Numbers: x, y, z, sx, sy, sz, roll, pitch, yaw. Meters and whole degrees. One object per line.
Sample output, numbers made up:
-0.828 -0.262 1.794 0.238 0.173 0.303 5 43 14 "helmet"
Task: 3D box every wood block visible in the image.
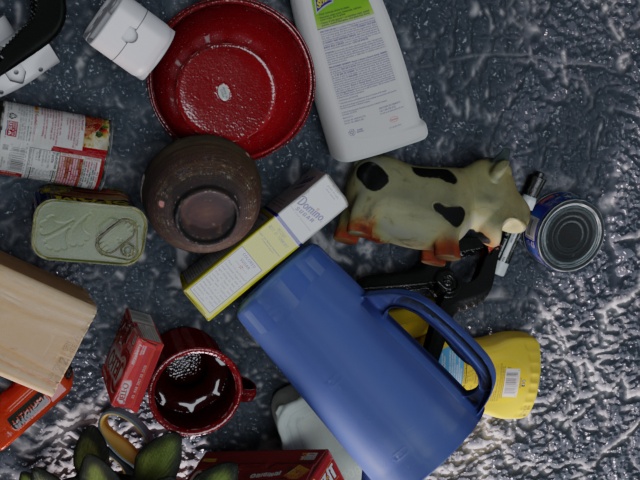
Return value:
-0.311 0.047 0.928 0.205 0.091 0.090 28 89 -21 "wood block"

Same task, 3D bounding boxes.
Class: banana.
0.059 0.080 1.136 0.197 0.037 0.070 6 104 -19 "banana"

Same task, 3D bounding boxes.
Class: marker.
0.216 -0.019 1.166 0.020 0.020 0.121 19 99 -21 "marker"

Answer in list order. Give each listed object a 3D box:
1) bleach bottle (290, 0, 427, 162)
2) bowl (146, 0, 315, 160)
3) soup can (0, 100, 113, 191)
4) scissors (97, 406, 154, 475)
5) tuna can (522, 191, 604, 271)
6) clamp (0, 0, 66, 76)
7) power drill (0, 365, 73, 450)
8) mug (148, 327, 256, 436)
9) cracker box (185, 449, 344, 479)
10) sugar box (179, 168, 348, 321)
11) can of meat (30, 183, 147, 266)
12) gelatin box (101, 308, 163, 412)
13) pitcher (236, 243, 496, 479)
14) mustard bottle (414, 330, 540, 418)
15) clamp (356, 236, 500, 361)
0.027 -0.209 1.031 0.102 0.068 0.251 -18 108 -12 "bleach bottle"
-0.085 -0.143 0.994 0.162 0.055 0.162 0 110 1 "bowl"
-0.247 -0.086 0.977 0.102 0.068 0.068 9 103 -19 "soup can"
-0.166 0.259 1.083 0.096 0.016 0.202 -40 87 19 "scissors"
0.269 -0.009 1.177 0.086 0.034 0.086 -5 107 -16 "tuna can"
-0.248 -0.234 0.926 0.164 0.036 0.210 12 83 -21 "clamp"
-0.342 0.110 1.009 0.184 0.057 0.187 -40 113 -3 "power drill"
-0.121 0.139 1.073 0.117 0.081 0.093 11 102 -20 "mug"
-0.030 0.321 1.112 0.072 0.164 0.213 -52 124 -47 "cracker box"
-0.057 0.002 1.045 0.176 0.093 0.048 -37 102 -3 "sugar box"
-0.219 -0.017 0.997 0.102 0.084 0.057 5 104 -18 "can of meat"
-0.185 0.116 1.042 0.030 0.089 0.073 20 99 -22 "gelatin box"
0.042 0.116 1.040 0.149 0.145 0.243 -42 88 -24 "pitcher"
0.144 0.147 1.171 0.191 0.058 0.096 2 104 -18 "mustard bottle"
0.130 0.059 1.126 0.171 0.039 0.120 -28 87 -18 "clamp"
